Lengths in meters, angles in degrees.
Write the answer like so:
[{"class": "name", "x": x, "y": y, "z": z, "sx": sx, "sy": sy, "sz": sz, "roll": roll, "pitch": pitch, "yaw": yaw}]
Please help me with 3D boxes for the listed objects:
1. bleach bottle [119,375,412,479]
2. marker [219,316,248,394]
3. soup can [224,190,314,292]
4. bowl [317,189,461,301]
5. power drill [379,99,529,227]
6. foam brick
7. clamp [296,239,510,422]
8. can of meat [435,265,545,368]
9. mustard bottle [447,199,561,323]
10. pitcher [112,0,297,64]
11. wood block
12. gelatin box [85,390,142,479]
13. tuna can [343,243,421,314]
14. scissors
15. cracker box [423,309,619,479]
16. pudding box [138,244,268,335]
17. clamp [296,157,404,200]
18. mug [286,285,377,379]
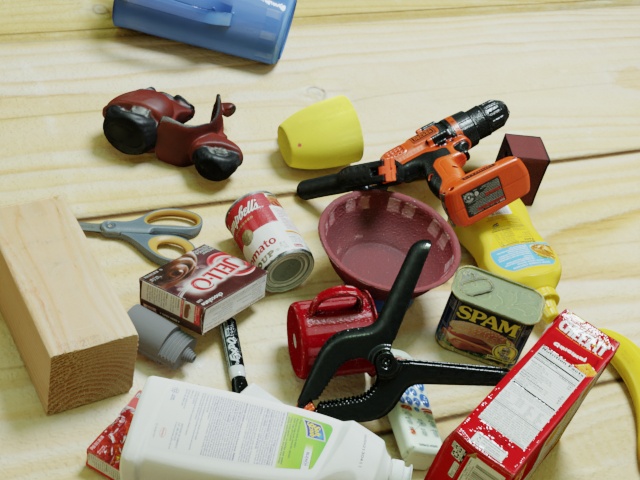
[{"class": "bleach bottle", "x": -0.044, "y": 0.195, "z": 0.954, "sx": 0.251, "sy": 0.068, "sz": 0.102, "roll": 12, "pitch": 54, "yaw": 2}, {"class": "marker", "x": -0.090, "y": 0.120, "z": 1.115, "sx": 0.020, "sy": 0.020, "sz": 0.121, "roll": -1, "pitch": 45, "yaw": -16}, {"class": "soup can", "x": -0.058, "y": 0.001, "z": 1.212, "sx": 0.068, "sy": 0.069, "sz": 0.102, "roll": -13, "pitch": 49, "yaw": -26}, {"class": "bowl", "x": 0.072, "y": 0.016, "z": 1.188, "sx": 0.162, "sy": 0.055, "sz": 0.162, "roll": 8, "pitch": 43, "yaw": -7}, {"class": "power drill", "x": 0.182, "y": -0.099, "z": 1.317, "sx": 0.184, "sy": 0.057, "sz": 0.188, "roll": -30, "pitch": 30, "yaw": -4}, {"class": "foam brick", "x": 0.258, "y": -0.093, "z": 1.388, "sx": 0.051, "sy": 0.078, "sz": 0.053, "roll": 3, "pitch": 42, "yaw": -11}, {"class": "clamp", "x": 0.073, "y": 0.123, "z": 1.056, "sx": 0.210, "sy": 0.036, "sz": 0.164, "roll": -39, "pitch": 92, "yaw": -1}, {"class": "can of meat", "x": 0.184, "y": 0.086, "z": 1.175, "sx": 0.102, "sy": 0.084, "sz": 0.057, "roll": 20, "pitch": 43, "yaw": 6}, {"class": "mustard bottle", "x": 0.232, "y": 0.023, "z": 1.273, "sx": 0.096, "sy": 0.058, "sz": 0.192, "roll": -8, "pitch": 47, "yaw": -21}, {"class": "pitcher", "x": -0.162, "y": -0.327, "z": 1.484, "sx": 0.243, "sy": 0.145, "sz": 0.149, "roll": 17, "pitch": 63, "yaw": -2}, {"class": "wood block", "x": -0.266, "y": 0.060, "z": 1.078, "sx": 0.090, "sy": 0.091, "sz": 0.206, "roll": -14, "pitch": 49, "yaw": -28}, {"class": "gelatin box", "x": -0.166, "y": 0.193, "z": 1.010, "sx": 0.073, "sy": 0.030, "sz": 0.089, "roll": 27, "pitch": 45, "yaw": 13}, {"class": "tuna can", "x": 0.072, "y": 0.044, "z": 1.227, "sx": 0.086, "sy": 0.034, "sz": 0.086, "roll": 7, "pitch": 43, "yaw": -7}, {"class": "scissors", "x": -0.227, "y": 0.000, "z": 1.207, "sx": 0.201, "sy": 0.016, "sz": 0.096, "roll": -7, "pitch": 47, "yaw": -21}, {"class": "cracker box", "x": 0.181, "y": 0.184, "z": 1.014, "sx": 0.072, "sy": 0.164, "sz": 0.213, "roll": 36, "pitch": 47, "yaw": 19}, {"class": "pudding box", "x": -0.124, "y": 0.050, "z": 1.140, "sx": 0.090, "sy": 0.039, "sz": 0.113, "roll": 21, "pitch": 32, "yaw": 27}, {"class": "clamp", "x": 0.040, "y": -0.071, "z": 1.272, "sx": 0.120, "sy": 0.171, "sz": 0.039, "roll": -12, "pitch": 86, "yaw": -11}, {"class": "mug", "x": 0.013, "y": 0.092, "z": 1.104, "sx": 0.081, "sy": 0.117, "sz": 0.093, "roll": -5, "pitch": 46, "yaw": -13}]
